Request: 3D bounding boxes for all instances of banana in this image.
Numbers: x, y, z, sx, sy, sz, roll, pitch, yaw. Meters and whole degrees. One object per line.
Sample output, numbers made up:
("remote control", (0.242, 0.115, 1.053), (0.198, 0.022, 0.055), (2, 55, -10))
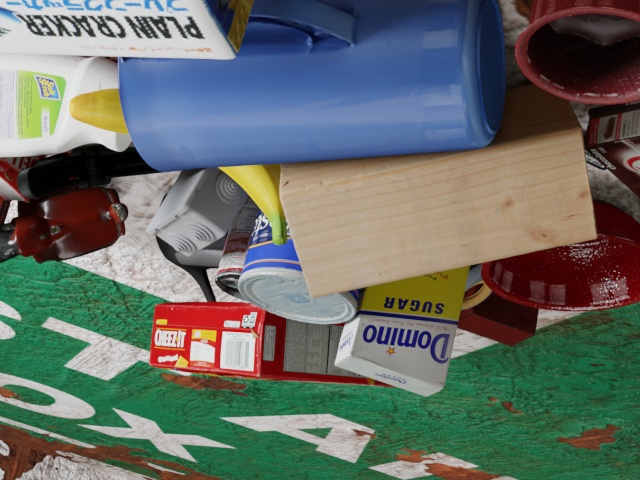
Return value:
("banana", (-0.096, -0.074, 0.831), (0.198, 0.069, 0.037), (31, 137, -2))

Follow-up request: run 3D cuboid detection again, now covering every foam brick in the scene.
("foam brick", (0.182, 0.071, 1.115), (0.078, 0.053, 0.051), (20, 156, -14))

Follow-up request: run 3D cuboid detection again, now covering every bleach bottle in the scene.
("bleach bottle", (-0.248, -0.109, 0.896), (0.251, 0.102, 0.068), (7, -161, 13))

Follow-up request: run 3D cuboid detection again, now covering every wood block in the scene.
("wood block", (0.082, -0.038, 0.766), (0.206, 0.091, 0.090), (-12, 120, 8))

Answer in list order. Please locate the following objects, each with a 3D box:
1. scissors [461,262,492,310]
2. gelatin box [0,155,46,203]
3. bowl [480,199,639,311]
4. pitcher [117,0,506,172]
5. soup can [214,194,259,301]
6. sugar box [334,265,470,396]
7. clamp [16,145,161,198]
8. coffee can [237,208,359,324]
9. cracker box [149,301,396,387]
("scissors", (0.158, 0.015, 1.003), (0.096, 0.016, 0.201), (-26, 149, 4))
("gelatin box", (-0.292, -0.087, 0.995), (0.030, 0.073, 0.089), (4, 155, 21))
("bowl", (0.223, 0.008, 0.936), (0.162, 0.055, 0.162), (6, 154, 2))
("pitcher", (-0.007, -0.116, 0.709), (0.243, 0.149, 0.145), (0, 118, 20))
("soup can", (-0.057, 0.001, 1.028), (0.068, 0.102, 0.068), (11, 156, 5))
("sugar box", (0.080, 0.040, 0.946), (0.093, 0.176, 0.048), (19, 156, -12))
("clamp", (-0.215, -0.065, 0.963), (0.164, 0.036, 0.210), (-13, -170, -31))
("coffee can", (-0.005, -0.012, 0.923), (0.103, 0.140, 0.103), (11, 157, 5))
("cracker box", (-0.039, 0.107, 1.084), (0.164, 0.072, 0.213), (-2, 170, 44))
